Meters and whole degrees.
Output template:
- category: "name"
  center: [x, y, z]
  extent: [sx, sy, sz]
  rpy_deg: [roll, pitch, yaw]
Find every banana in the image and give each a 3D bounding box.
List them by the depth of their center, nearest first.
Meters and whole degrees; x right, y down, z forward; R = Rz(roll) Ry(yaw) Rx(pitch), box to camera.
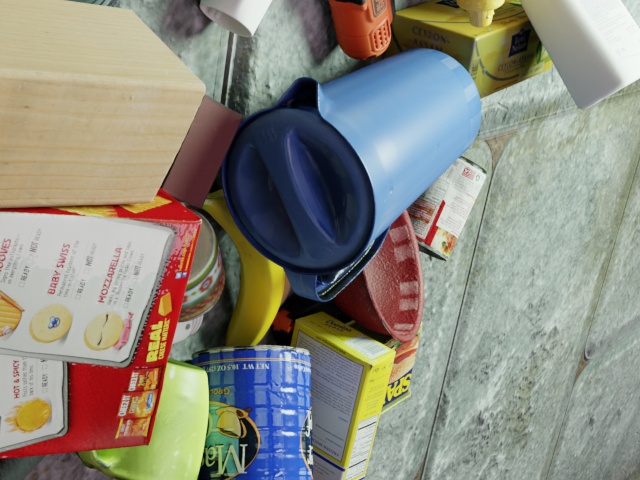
- category: "banana"
  center: [-0.063, 0.023, 0.898]
  extent: [0.037, 0.069, 0.198]
  rpy_deg: [-92, 173, -49]

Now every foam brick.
- category: "foam brick"
  center: [-0.102, -0.070, 0.771]
  extent: [0.051, 0.053, 0.078]
  rpy_deg: [26, 89, -58]

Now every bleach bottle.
- category: "bleach bottle"
  center: [0.214, -0.248, 0.983]
  extent: [0.102, 0.068, 0.251]
  rpy_deg: [-29, 89, -46]

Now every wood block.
- category: "wood block"
  center: [-0.178, -0.077, 0.581]
  extent: [0.205, 0.091, 0.090]
  rpy_deg: [-5, 134, -49]

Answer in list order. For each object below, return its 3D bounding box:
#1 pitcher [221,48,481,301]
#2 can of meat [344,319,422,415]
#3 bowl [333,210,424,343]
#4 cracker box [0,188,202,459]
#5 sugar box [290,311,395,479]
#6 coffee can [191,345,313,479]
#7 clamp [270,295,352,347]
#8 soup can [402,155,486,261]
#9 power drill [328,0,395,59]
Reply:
- category: "pitcher"
  center: [0.038, -0.068, 0.876]
  extent: [0.149, 0.145, 0.242]
  rpy_deg: [-40, 178, 39]
- category: "can of meat"
  center: [0.054, 0.120, 1.056]
  extent: [0.101, 0.058, 0.084]
  rpy_deg: [-19, 125, -52]
- category: "bowl"
  center: [0.045, 0.021, 1.010]
  extent: [0.162, 0.055, 0.162]
  rpy_deg: [41, 44, -55]
- category: "cracker box"
  center: [-0.193, 0.046, 0.646]
  extent: [0.213, 0.072, 0.164]
  rpy_deg: [3, 110, -37]
- category: "sugar box"
  center: [0.006, 0.166, 0.992]
  extent: [0.048, 0.093, 0.176]
  rpy_deg: [-16, 125, -47]
- category: "coffee can"
  center: [-0.057, 0.165, 0.897]
  extent: [0.102, 0.103, 0.140]
  rpy_deg: [23, 62, -58]
- category: "clamp"
  center: [0.012, 0.105, 1.073]
  extent: [0.209, 0.036, 0.164]
  rpy_deg: [10, 102, -56]
- category: "soup can"
  center: [0.122, -0.038, 1.112]
  extent: [0.068, 0.069, 0.102]
  rpy_deg: [30, 84, -58]
- category: "power drill"
  center: [0.064, -0.268, 0.882]
  extent: [0.187, 0.057, 0.184]
  rpy_deg: [-46, 147, -24]
